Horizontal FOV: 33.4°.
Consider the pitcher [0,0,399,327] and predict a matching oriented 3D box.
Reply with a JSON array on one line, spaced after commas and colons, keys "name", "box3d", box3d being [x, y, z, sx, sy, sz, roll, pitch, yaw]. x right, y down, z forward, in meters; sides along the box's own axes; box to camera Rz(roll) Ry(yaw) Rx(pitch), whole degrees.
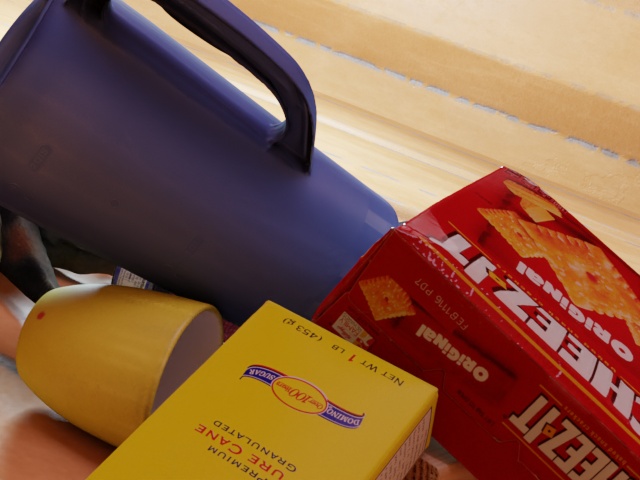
[{"name": "pitcher", "box3d": [-0.070, -0.040, 0.590, 0.242, 0.145, 0.149, 32, -9, -22]}]

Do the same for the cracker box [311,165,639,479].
[{"name": "cracker box", "box3d": [0.113, 0.047, 0.554, 0.164, 0.072, 0.213, 43, 24, 10]}]

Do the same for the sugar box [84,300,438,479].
[{"name": "sugar box", "box3d": [-0.036, 0.105, 0.423, 0.093, 0.048, 0.176, 25, 44, 23]}]
